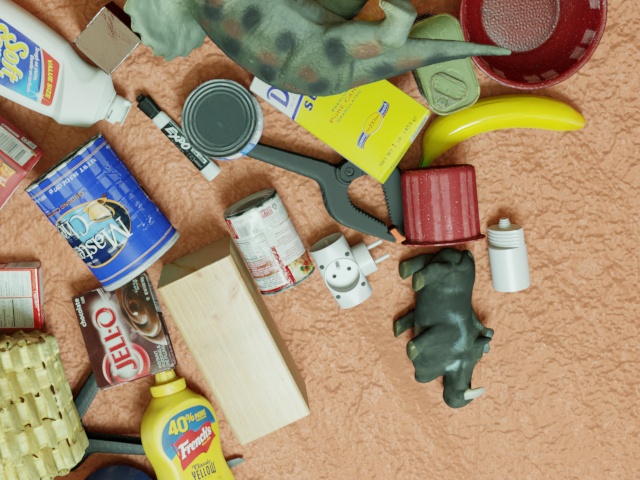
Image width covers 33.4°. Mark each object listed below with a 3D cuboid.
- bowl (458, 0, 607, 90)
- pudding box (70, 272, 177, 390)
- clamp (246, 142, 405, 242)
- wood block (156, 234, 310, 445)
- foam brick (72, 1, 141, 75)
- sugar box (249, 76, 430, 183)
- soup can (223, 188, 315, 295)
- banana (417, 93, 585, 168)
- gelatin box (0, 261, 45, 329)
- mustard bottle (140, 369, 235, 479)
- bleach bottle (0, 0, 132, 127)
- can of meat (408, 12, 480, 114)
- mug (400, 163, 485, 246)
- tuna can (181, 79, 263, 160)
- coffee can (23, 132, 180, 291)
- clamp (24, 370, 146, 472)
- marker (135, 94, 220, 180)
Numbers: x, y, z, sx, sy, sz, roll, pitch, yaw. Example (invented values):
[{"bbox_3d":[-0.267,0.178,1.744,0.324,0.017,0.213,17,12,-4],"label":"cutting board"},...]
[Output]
[{"bbox_3d":[0.222,-0.245,1.148,0.162,0.055,0.162,-1,104,-5],"label":"bowl"},{"bbox_3d":[-0.221,0.103,1.206,0.090,0.039,0.113,-18,83,1],"label":"pudding box"},{"bbox_3d":[0.035,-0.090,1.189,0.164,0.036,0.210,-43,99,8],"label":"clamp"},{"bbox_3d":[-0.096,0.112,1.207,0.090,0.091,0.206,-25,105,3],"label":"wood block"},{"bbox_3d":[-0.220,-0.213,1.119,0.051,0.078,0.053,42,99,-14],"label":"foam brick"},{"bbox_3d":[0.020,-0.148,1.131,0.176,0.048,0.093,35,94,7],"label":"sugar box"},{"bbox_3d":[-0.058,0.001,1.191,0.068,0.068,0.102,-25,105,3],"label":"soup can"},{"bbox_3d":[0.196,-0.131,1.191,0.198,0.037,0.069,-15,135,4],"label":"banana"},{"bbox_3d":[-0.360,0.062,1.209,0.089,0.030,0.073,-1,106,-4],"label":"gelatin box"},{"bbox_3d":[-0.158,0.235,1.235,0.096,0.058,0.191,-18,94,-41],"label":"mustard bottle"},{"bbox_3d":[-0.314,-0.199,1.126,0.250,0.068,0.103,27,104,-12],"label":"bleach bottle"},{"bbox_3d":[0.125,-0.192,1.143,0.057,0.084,0.102,-21,105,2],"label":"can of meat"},{"bbox_3d":[0.136,-0.041,1.172,0.093,0.117,0.081,-2,97,28],"label":"mug"},{"bbox_3d":[-0.105,-0.130,1.157,0.086,0.033,0.086,0,88,12],"label":"tuna can"},{"bbox_3d":[-0.235,-0.031,1.154,0.103,0.103,0.140,-35,104,6],"label":"coffee can"},{"bbox_3d":[-0.280,0.232,1.251,0.171,0.039,0.120,-35,89,11],"label":"clamp"},{"bbox_3d":[-0.158,-0.115,1.179,0.020,0.020,0.121,-42,103,7],"label":"marker"}]
